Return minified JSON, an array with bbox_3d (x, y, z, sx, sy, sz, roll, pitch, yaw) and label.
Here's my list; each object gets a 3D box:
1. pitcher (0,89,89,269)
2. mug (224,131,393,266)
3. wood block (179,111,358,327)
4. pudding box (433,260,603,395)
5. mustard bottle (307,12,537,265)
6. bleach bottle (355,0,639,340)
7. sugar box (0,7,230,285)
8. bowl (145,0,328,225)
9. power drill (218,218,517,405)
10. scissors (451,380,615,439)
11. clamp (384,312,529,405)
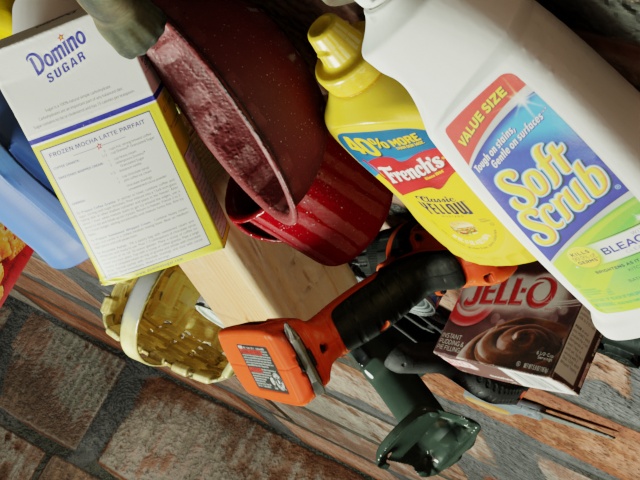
[{"bbox_3d":[-0.287,-0.086,0.986,0.149,0.145,0.242,-12,138,37],"label":"pitcher"},{"bbox_3d":[-0.013,-0.029,0.730,0.081,0.093,0.117,32,135,-28],"label":"mug"},{"bbox_3d":[-0.056,0.001,0.851,0.091,0.090,0.206,15,147,40],"label":"wood block"},{"bbox_3d":[0.142,0.053,0.736,0.039,0.090,0.114,36,163,-35],"label":"pudding box"},{"bbox_3d":[0.059,-0.057,0.586,0.096,0.058,0.191,3,150,47],"label":"mustard bottle"},{"bbox_3d":[0.101,-0.049,0.507,0.250,0.068,0.103,37,143,-24],"label":"bleach bottle"},{"bbox_3d":[-0.136,-0.063,0.701,0.048,0.093,0.176,-85,-25,-67],"label":"sugar box"},{"bbox_3d":[-0.044,-0.088,0.618,0.162,0.055,0.162,50,170,12],"label":"bowl"},{"bbox_3d":[0.025,0.040,0.744,0.057,0.187,0.185,61,157,-8],"label":"power drill"},{"bbox_3d":[0.213,0.173,1.145,0.096,0.016,0.202,37,163,-26],"label":"scissors"},{"bbox_3d":[0.110,0.095,0.987,0.209,0.036,0.165,26,-162,-33],"label":"clamp"}]
